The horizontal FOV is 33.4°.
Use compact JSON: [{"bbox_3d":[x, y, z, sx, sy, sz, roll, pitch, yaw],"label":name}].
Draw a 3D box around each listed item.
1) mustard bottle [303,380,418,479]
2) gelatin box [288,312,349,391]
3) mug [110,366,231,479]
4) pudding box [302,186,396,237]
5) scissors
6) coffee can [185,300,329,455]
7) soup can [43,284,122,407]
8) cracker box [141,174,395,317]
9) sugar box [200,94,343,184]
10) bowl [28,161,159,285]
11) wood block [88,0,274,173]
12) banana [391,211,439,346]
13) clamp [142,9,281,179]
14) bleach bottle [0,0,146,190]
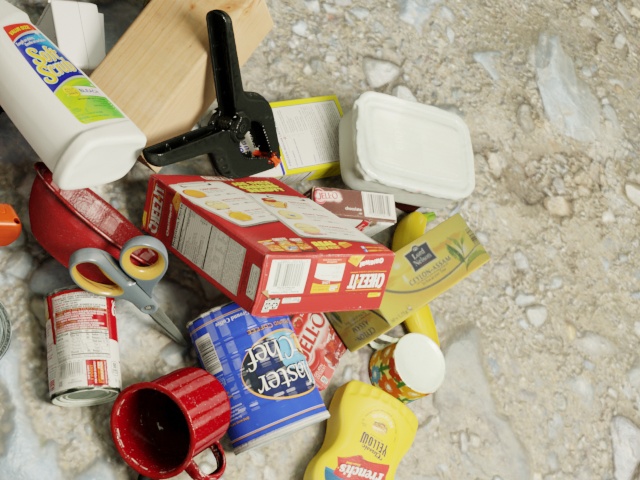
[{"bbox_3d":[0.033,0.247,1.113,0.096,0.058,0.191,34,54,-14],"label":"mustard bottle"},{"bbox_3d":[-0.010,0.112,1.167,0.073,0.030,0.089,41,52,-10],"label":"gelatin box"},{"bbox_3d":[-0.130,0.177,1.010,0.117,0.093,0.081,50,26,10],"label":"mug"},{"bbox_3d":[0.016,-0.025,1.211,0.113,0.090,0.039,6,68,-32],"label":"pudding box"},{"bbox_3d":[-0.153,0.049,1.012,0.201,0.096,0.016,38,31,-49],"label":"scissors"},{"bbox_3d":[-0.064,0.132,1.076,0.102,0.103,0.140,-15,77,-37],"label":"coffee can"},{"bbox_3d":[-0.225,0.100,1.011,0.068,0.069,0.102,4,67,-31],"label":"soup can"},{"bbox_3d":[-0.057,0.001,1.077,0.163,0.214,0.072,-1,113,-41],"label":"cracker box"},{"bbox_3d":[-0.046,-0.113,1.242,0.175,0.048,0.093,-12,76,-32],"label":"sugar box"},{"bbox_3d":[-0.227,-0.005,1.034,0.162,0.162,0.055,40,93,-11],"label":"bowl"},{"bbox_3d":[-0.151,-0.186,1.109,0.090,0.091,0.206,35,83,15],"label":"wood block"},{"bbox_3d":[0.114,0.040,1.276,0.069,0.037,0.198,16,60,-23],"label":"banana"},{"bbox_3d":[-0.100,-0.112,1.089,0.164,0.036,0.210,-62,152,-14],"label":"clamp"},{"bbox_3d":[-0.281,-0.158,1.021,0.251,0.068,0.102,46,28,15],"label":"bleach bottle"}]
